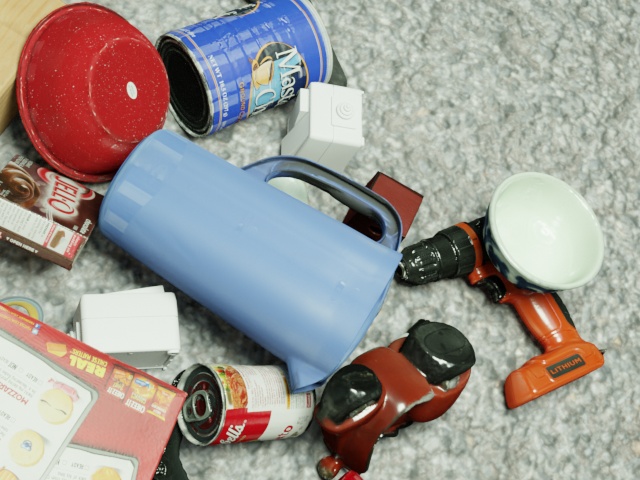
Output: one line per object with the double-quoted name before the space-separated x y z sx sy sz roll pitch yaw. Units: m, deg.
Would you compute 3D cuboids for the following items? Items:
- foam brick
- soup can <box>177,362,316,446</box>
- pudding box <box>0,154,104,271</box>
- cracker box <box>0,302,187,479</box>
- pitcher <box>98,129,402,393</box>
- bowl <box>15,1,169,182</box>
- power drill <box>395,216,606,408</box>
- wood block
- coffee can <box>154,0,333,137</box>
"foam brick" 0.055 -0.020 1.024 0.053 0.078 0.051 29 63 -4
"soup can" -0.062 0.137 0.906 0.102 0.069 0.068 5 66 -42
"pudding box" -0.236 -0.026 0.907 0.090 0.039 0.113 25 19 -11
"cracker box" -0.216 0.176 0.775 0.164 0.072 0.213 28 62 -14
"pitcher" -0.056 0.001 0.911 0.243 0.145 0.149 32 25 3
"bowl" -0.187 -0.132 0.948 0.161 0.055 0.162 -5 96 -50
"power drill" 0.180 0.064 1.044 0.184 0.057 0.188 -18 76 -25
"wood block" -0.315 -0.135 0.932 0.091 0.090 0.206 32 62 -4
"coffee can" -0.074 -0.171 1.025 0.140 0.103 0.103 -26 79 -26
